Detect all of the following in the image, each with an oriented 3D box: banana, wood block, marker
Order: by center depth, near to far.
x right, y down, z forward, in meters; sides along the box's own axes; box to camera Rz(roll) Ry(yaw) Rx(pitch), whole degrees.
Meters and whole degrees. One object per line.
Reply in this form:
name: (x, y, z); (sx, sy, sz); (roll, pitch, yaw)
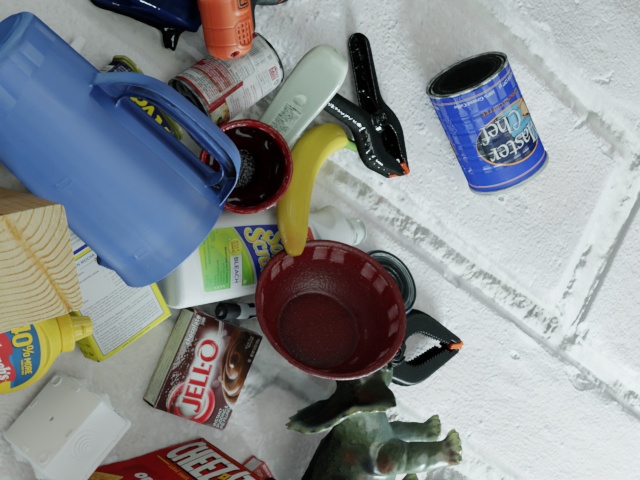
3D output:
wood block: (-0.287, 0.009, 0.909); (0.090, 0.206, 0.091); (-16, 106, -31)
banana: (-0.010, -0.069, 1.147); (0.069, 0.037, 0.197); (40, 49, -11)
marker: (-0.069, 0.076, 1.155); (0.120, 0.020, 0.020); (5, 95, -52)

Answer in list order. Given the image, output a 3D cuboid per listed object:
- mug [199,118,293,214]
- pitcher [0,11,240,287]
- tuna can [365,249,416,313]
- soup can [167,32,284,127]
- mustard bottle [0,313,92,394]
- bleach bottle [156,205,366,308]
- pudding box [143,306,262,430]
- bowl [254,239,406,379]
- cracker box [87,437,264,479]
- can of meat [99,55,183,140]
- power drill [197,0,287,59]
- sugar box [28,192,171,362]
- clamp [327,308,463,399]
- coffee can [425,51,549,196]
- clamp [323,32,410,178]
mug: (-0.089, -0.067, 1.076); (0.117, 0.081, 0.093); (-39, 99, -7)
pitcher: (-0.197, -0.085, 0.932); (0.242, 0.145, 0.149); (45, 76, -29)
tuna can: (0.069, 0.054, 1.230); (0.086, 0.034, 0.086); (19, 53, -28)
soup can: (-0.096, -0.162, 1.091); (0.102, 0.069, 0.068); (-39, 116, -23)
mustard bottle: (-0.303, 0.097, 0.974); (0.191, 0.058, 0.096); (-11, 113, -25)
bleach bottle: (-0.058, 0.001, 1.148); (0.250, 0.068, 0.102); (-12, 104, -34)
pudding box: (-0.125, 0.136, 1.137); (0.089, 0.039, 0.113); (25, 83, -33)
bowl: (0.005, 0.081, 1.110); (0.162, 0.055, 0.162); (8, 57, -13)
cracker box: (-0.172, 0.272, 1.054); (0.213, 0.164, 0.072); (-12, 106, -31)
can of meat: (-0.198, -0.115, 1.039); (0.083, 0.058, 0.102); (-42, 118, -18)
power drill: (-0.063, -0.289, 1.049); (0.187, 0.057, 0.184); (-38, 131, -48)
sugar box: (-0.226, 0.022, 1.047); (0.093, 0.048, 0.176); (-36, 113, -31)
clamp: (0.078, 0.121, 1.270); (0.209, 0.036, 0.164); (-9, 103, -28)
coffee can: (0.199, -0.138, 1.268); (0.102, 0.103, 0.140); (-39, 116, -22)
clamp: (0.049, -0.134, 1.195); (0.120, 0.039, 0.171); (-46, 119, -39)
